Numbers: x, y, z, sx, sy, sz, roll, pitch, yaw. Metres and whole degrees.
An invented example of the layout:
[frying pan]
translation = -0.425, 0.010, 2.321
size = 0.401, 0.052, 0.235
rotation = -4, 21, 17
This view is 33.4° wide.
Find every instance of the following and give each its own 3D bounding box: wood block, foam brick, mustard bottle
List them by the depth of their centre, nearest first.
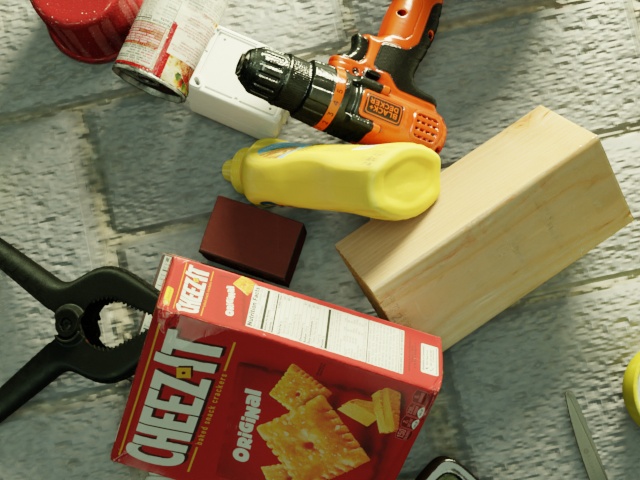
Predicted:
[wood block]
translation = 0.129, -0.005, 0.851
size = 0.206, 0.091, 0.090
rotation = -34, 119, -3
[mustard bottle]
translation = -0.006, -0.052, 0.859
size = 0.192, 0.096, 0.058
rotation = 7, 105, 39
[foam brick]
translation = -0.056, 0.001, 0.891
size = 0.078, 0.053, 0.051
rotation = 19, 83, 5

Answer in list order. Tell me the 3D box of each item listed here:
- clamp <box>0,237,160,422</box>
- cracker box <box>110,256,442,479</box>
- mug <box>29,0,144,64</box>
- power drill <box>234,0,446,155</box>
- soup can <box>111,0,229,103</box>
[clamp]
translation = -0.205, 0.061, 0.877
size = 0.210, 0.036, 0.164
rotation = -11, 81, 18
[cracker box]
translation = -0.035, 0.122, 0.807
size = 0.213, 0.072, 0.164
rotation = 17, 123, -6
[mug]
translation = -0.193, -0.216, 0.911
size = 0.093, 0.081, 0.117
rotation = 40, 85, 7
[power drill]
translation = 0.034, -0.173, 0.877
size = 0.184, 0.057, 0.187
rotation = 20, 77, -21
[soup can]
translation = -0.127, -0.178, 0.910
size = 0.068, 0.068, 0.102
rotation = 22, 83, 5
